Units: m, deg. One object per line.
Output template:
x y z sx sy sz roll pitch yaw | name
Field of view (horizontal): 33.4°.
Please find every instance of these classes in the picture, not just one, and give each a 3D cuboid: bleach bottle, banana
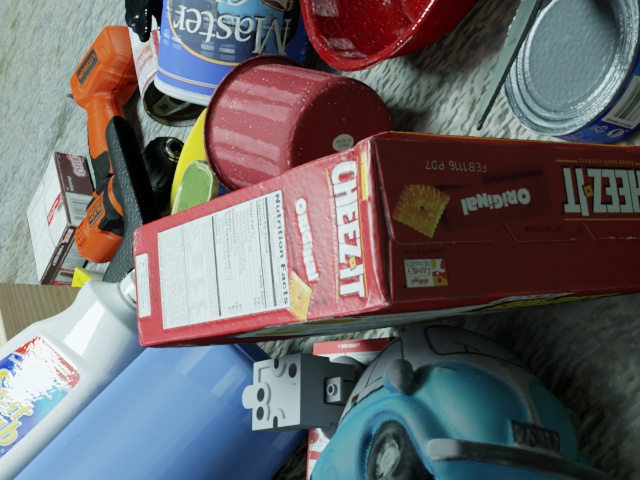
-0.204 0.107 0.758 0.251 0.068 0.103 -45 61 12 | bleach bottle
-0.087 -0.005 0.815 0.070 0.037 0.198 -26 60 30 | banana

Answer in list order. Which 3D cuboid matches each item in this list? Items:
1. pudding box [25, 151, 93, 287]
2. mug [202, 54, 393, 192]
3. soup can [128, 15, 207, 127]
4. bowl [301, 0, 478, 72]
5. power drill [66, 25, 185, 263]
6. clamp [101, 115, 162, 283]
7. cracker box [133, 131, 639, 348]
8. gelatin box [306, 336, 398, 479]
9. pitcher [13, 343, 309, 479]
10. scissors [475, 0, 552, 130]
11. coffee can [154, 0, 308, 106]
-0.261 -0.021 1.081 0.090 0.039 0.113 -57 38 33 | pudding box
-0.006 -0.052 0.647 0.082 0.093 0.117 21 143 51 | mug
-0.118 -0.152 0.866 0.069 0.068 0.102 -50 43 39 | soup can
0.054 -0.171 0.619 0.162 0.055 0.162 -21 65 53 | bowl
-0.173 -0.094 0.945 0.185 0.057 0.187 -39 51 46 | power drill
-0.124 0.002 0.791 0.165 0.036 0.210 16 88 39 | clamp
0.029 0.005 0.507 0.214 0.163 0.072 -16 79 55 | cracker box
0.026 0.102 0.616 0.073 0.030 0.089 -13 71 54 | gelatin box
-0.122 0.159 0.673 0.149 0.145 0.243 42 89 24 | pitcher
0.093 -0.117 0.496 0.201 0.016 0.096 -57 17 -21 | scissors
-0.054 -0.167 0.717 0.103 0.102 0.140 37 124 54 | coffee can
